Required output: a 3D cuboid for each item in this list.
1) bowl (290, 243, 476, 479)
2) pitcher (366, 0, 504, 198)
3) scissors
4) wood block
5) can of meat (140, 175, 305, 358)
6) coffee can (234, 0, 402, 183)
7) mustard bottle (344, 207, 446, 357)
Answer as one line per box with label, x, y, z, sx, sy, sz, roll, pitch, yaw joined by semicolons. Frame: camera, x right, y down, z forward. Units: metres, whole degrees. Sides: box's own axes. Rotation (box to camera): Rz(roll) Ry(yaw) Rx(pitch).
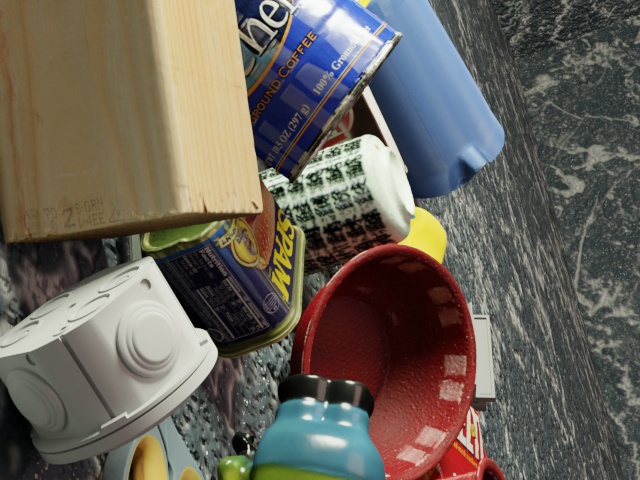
bowl;0.033;0.083;0.723;0.161;0.055;0.162;1;88;-40
pitcher;0.081;-0.174;1.116;0.242;0.149;0.145;56;38;-33
scissors;-0.077;0.079;0.523;0.096;0.016;0.201;56;23;-46
wood block;-0.094;-0.107;0.481;0.090;0.090;0.206;-3;84;-71
can of meat;-0.054;0.001;0.608;0.084;0.057;0.102;57;22;-33
coffee can;-0.041;-0.113;0.583;0.140;0.103;0.102;37;22;-2
mustard bottle;0.057;0.021;0.860;0.058;0.096;0.191;45;23;-13
